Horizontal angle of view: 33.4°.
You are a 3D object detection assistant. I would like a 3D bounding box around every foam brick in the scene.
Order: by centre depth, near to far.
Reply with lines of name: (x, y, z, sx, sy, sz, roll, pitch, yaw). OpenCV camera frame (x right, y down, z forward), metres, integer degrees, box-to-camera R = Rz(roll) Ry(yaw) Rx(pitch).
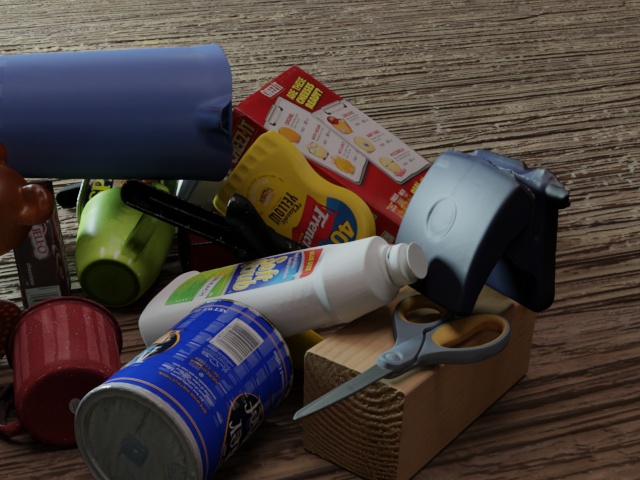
foam brick: (-0.112, 0.008, 1.065, 0.051, 0.053, 0.078, -6, 27, -15)

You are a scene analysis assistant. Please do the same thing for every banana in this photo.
banana: (-0.030, 0.072, 0.955, 0.069, 0.037, 0.198, -8, 28, -18)

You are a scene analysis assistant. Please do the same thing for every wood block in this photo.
wood block: (0.083, 0.097, 0.850, 0.090, 0.091, 0.205, 20, 32, 32)

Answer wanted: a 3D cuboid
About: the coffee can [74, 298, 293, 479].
coffee can: (-0.097, 0.118, 0.783, 0.103, 0.103, 0.140, 14, 28, 23)

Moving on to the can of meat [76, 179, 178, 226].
can of meat: (-0.195, -0.049, 1.093, 0.084, 0.057, 0.102, 3, 55, 5)

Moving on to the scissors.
scissors: (0.046, 0.078, 0.764, 0.201, 0.016, 0.096, -12, 29, -29)

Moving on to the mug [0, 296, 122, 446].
mug: (-0.205, 0.110, 0.825, 0.117, 0.093, 0.081, -31, 34, 3)

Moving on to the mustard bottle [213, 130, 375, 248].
mustard bottle: (-0.005, -0.015, 1.046, 0.191, 0.096, 0.058, 38, 16, 1)

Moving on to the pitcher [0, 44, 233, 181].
pitcher: (-0.211, -0.118, 1.008, 0.242, 0.149, 0.145, -3, 57, -21)

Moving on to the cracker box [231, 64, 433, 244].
cracker box: (0.013, -0.081, 1.141, 0.214, 0.072, 0.164, 35, 32, 4)

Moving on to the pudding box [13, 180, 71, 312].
pudding box: (-0.254, 0.014, 0.975, 0.039, 0.113, 0.090, -5, 27, -8)

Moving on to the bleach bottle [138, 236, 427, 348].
bleach bottle: (-0.025, 0.042, 0.860, 0.251, 0.068, 0.102, -17, 16, 33)

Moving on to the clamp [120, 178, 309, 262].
clamp: (-0.056, 0.001, 0.941, 0.209, 0.036, 0.165, 30, -13, -35)
